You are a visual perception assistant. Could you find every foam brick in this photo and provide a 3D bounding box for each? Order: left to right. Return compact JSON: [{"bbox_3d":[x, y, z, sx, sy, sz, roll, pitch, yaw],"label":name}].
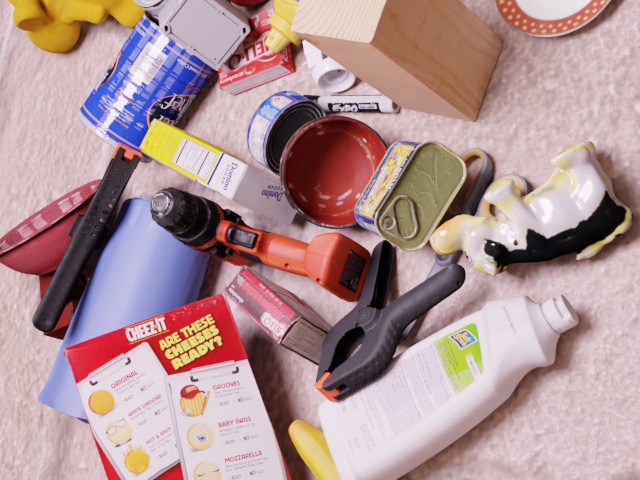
[{"bbox_3d":[-0.292,0.073,1.255,0.051,0.052,0.078,-22,66,27],"label":"foam brick"}]

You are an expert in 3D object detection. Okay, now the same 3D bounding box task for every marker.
[{"bbox_3d":[0.027,-0.144,1.124,0.121,0.020,0.020,6,80,35],"label":"marker"}]

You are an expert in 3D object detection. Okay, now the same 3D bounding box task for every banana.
[{"bbox_3d":[0.020,0.257,0.993,0.037,0.069,0.198,124,141,-52],"label":"banana"}]

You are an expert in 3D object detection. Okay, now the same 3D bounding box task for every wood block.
[{"bbox_3d":[0.077,-0.190,0.989,0.091,0.205,0.090,18,87,36],"label":"wood block"}]

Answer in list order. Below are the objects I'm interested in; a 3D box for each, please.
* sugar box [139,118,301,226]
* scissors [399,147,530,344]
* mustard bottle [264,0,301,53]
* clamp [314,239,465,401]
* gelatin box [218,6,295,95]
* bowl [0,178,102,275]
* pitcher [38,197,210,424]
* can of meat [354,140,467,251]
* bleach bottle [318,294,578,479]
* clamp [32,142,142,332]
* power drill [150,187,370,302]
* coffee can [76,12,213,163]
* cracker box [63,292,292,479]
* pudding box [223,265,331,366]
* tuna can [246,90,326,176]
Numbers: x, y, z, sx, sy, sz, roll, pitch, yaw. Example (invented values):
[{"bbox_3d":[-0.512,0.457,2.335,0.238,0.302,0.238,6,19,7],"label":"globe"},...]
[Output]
[{"bbox_3d":[-0.106,-0.074,1.134,0.176,0.093,0.048,25,90,43],"label":"sugar box"},{"bbox_3d":[0.138,0.011,1.010,0.096,0.016,0.202,12,84,35],"label":"scissors"},{"bbox_3d":[0.005,-0.282,1.145,0.192,0.058,0.096,-52,52,6],"label":"mustard bottle"},{"bbox_3d":[0.060,0.075,0.990,0.120,0.039,0.171,3,59,54],"label":"clamp"},{"bbox_3d":[-0.074,-0.213,1.203,0.089,0.030,0.073,-16,68,30],"label":"gelatin box"},{"bbox_3d":[-0.311,-0.006,1.257,0.162,0.162,0.055,-23,108,26],"label":"bowl"},{"bbox_3d":[-0.205,0.082,1.159,0.149,0.145,0.243,16,82,23],"label":"pitcher"},{"bbox_3d":[0.082,-0.046,1.014,0.102,0.057,0.084,-59,17,-1],"label":"can of meat"},{"bbox_3d":[0.120,0.131,0.960,0.251,0.068,0.102,-34,56,19],"label":"bleach bottle"},{"bbox_3d":[-0.252,-0.005,1.151,0.210,0.036,0.165,-64,13,-4],"label":"clamp"},{"bbox_3d":[-0.057,0.001,1.051,0.188,0.184,0.057,17,85,26],"label":"power drill"},{"bbox_3d":[-0.200,-0.175,1.231,0.103,0.102,0.140,43,101,34],"label":"coffee can"},{"bbox_3d":[-0.134,0.180,1.032,0.164,0.072,0.214,-19,81,-13],"label":"cracker box"},{"bbox_3d":[-0.032,0.078,1.044,0.039,0.113,0.090,-51,55,3],"label":"pudding box"},{"bbox_3d":[-0.035,-0.112,1.116,0.034,0.086,0.086,34,96,37],"label":"tuna can"}]
